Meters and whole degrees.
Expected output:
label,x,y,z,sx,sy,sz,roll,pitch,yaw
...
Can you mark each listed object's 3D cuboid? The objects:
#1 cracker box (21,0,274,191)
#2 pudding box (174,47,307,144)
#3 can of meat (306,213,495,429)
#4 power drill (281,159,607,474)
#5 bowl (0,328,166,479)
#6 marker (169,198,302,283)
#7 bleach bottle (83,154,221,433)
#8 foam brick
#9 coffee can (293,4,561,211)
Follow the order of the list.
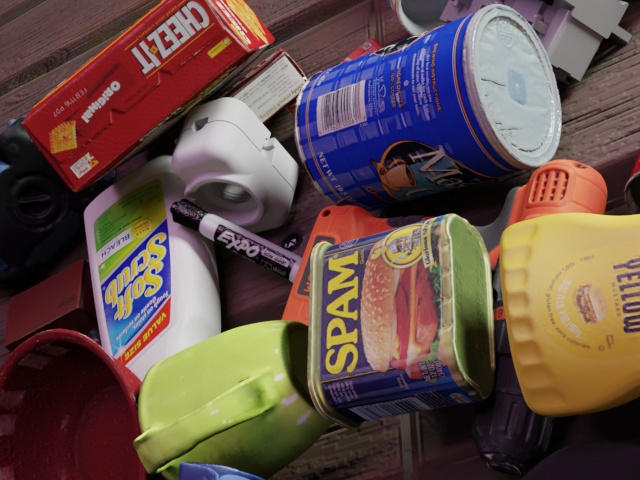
label,x,y,z,sx,sy,sz,roll,pitch,yaw
cracker box,-0.125,-0.129,0.837,0.164,0.072,0.213,-38,8,10
pudding box,-0.063,-0.107,0.858,0.113,0.039,0.090,-40,11,4
can of meat,0.043,0.042,0.565,0.084,0.057,0.102,-15,57,29
power drill,0.068,0.041,0.627,0.188,0.057,0.184,-1,57,37
bowl,-0.145,0.136,0.668,0.162,0.055,0.162,-4,84,38
marker,-0.055,0.001,0.750,0.121,0.020,0.020,26,71,19
bleach bottle,-0.110,0.050,0.764,0.103,0.068,0.251,-32,43,10
foam brick,-0.199,0.062,0.834,0.078,0.051,0.053,-26,43,20
coffee can,0.068,-0.080,0.687,0.141,0.102,0.102,-14,46,40
